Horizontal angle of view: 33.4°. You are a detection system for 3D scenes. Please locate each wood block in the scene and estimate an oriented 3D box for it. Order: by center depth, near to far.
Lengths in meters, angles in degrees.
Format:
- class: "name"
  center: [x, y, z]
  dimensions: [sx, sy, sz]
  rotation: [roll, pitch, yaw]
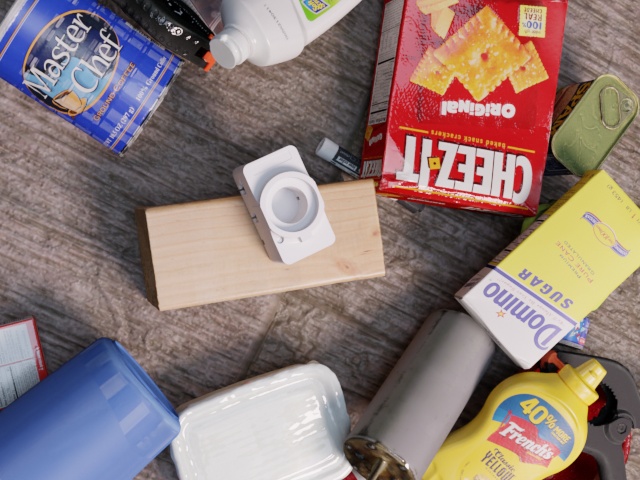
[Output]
- class: "wood block"
  center: [-0.056, 0.001, 0.968]
  dimensions: [0.205, 0.091, 0.090]
  rotation: [-9, 94, -15]

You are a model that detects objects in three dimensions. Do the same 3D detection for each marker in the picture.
- class: "marker"
  center: [0.050, -0.061, 1.031]
  dimensions: [0.121, 0.020, 0.020]
  rotation: [30, 84, -14]

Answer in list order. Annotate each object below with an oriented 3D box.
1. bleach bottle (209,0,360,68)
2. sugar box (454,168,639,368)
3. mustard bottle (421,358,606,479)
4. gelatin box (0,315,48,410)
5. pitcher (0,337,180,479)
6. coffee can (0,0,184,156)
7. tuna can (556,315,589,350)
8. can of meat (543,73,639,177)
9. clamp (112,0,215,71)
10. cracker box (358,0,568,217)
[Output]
- class: "bleach bottle"
  center: [-0.012, -0.238, 0.941]
  dimensions: [0.102, 0.068, 0.250]
  rotation: [51, 58, -12]
- class: "sugar box"
  center: [0.219, 0.026, 0.981]
  dimensions: [0.176, 0.048, 0.093]
  rotation: [-44, 93, -3]
- class: "mustard bottle"
  center: [0.187, 0.179, 0.987]
  dimensions: [0.192, 0.058, 0.096]
  rotation: [-44, 91, 9]
- class: "gelatin box"
  center: [-0.288, 0.112, 0.940]
  dimensions: [0.089, 0.030, 0.073]
  rotation: [-14, 97, -15]
- class: "pitcher"
  center: [-0.236, 0.202, 0.904]
  dimensions: [0.242, 0.149, 0.145]
  rotation: [-40, 90, -7]
- class: "coffee can"
  center: [-0.203, -0.153, 0.916]
  dimensions: [0.140, 0.103, 0.103]
  rotation: [34, 83, -14]
- class: "tuna can"
  center: [0.219, 0.081, 1.048]
  dimensions: [0.086, 0.086, 0.034]
  rotation: [17, 86, -15]
- class: "can of meat"
  center: [0.251, -0.111, 1.051]
  dimensions: [0.057, 0.084, 0.102]
  rotation: [39, 82, -13]
- class: "clamp"
  center: [-0.157, -0.216, 0.928]
  dimensions: [0.171, 0.120, 0.039]
  rotation: [38, 116, -20]
- class: "cracker box"
  center: [0.135, -0.138, 1.006]
  dimensions: [0.164, 0.072, 0.214]
  rotation: [9, 89, -15]
